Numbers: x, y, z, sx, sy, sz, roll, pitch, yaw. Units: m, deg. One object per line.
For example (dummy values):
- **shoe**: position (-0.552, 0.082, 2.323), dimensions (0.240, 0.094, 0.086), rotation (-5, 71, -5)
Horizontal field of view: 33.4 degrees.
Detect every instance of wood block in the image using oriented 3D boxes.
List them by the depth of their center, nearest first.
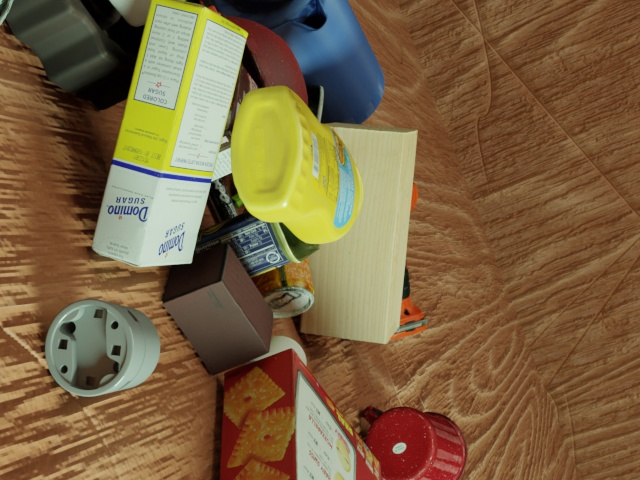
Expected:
- **wood block**: position (0.039, -0.011, 1.069), dimensions (0.090, 0.091, 0.206), rotation (-30, 125, -75)

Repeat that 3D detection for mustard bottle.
- **mustard bottle**: position (-0.008, -0.048, 0.846), dimensions (0.191, 0.058, 0.096), rotation (29, 56, -67)

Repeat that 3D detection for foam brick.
- **foam brick**: position (-0.077, 0.052, 0.815), dimensions (0.051, 0.053, 0.078), rotation (-87, 152, -57)

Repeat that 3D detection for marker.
- **marker**: position (-0.096, -0.049, 0.953), dimensions (0.121, 0.020, 0.020), rotation (66, 15, -10)

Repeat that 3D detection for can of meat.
- **can of meat**: position (-0.056, 0.001, 0.897), dimensions (0.057, 0.084, 0.102), rotation (67, 15, -3)

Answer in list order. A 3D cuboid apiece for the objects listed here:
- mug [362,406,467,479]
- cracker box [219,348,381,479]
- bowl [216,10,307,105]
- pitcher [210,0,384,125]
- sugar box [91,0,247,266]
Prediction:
- **mug**: position (0.090, 0.214, 1.133), dimensions (0.117, 0.093, 0.081), rotation (41, 4, 32)
- **cracker box**: position (-0.011, 0.214, 0.789), dimensions (0.164, 0.072, 0.213), rotation (56, 20, -36)
- **bowl**: position (-0.057, -0.139, 0.983), dimensions (0.162, 0.055, 0.162), rotation (49, -30, 40)
- **pitcher**: position (-0.024, -0.220, 1.140), dimensions (0.242, 0.145, 0.149), rotation (46, 38, -59)
- **sugar box**: position (-0.103, -0.072, 0.739), dimensions (0.093, 0.048, 0.176), rotation (0, 107, -74)
